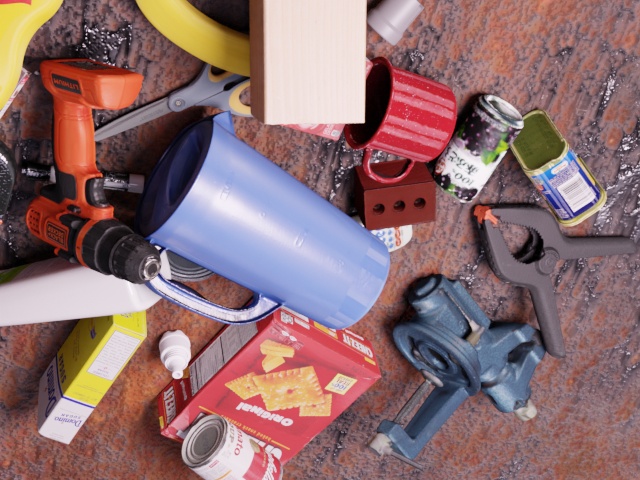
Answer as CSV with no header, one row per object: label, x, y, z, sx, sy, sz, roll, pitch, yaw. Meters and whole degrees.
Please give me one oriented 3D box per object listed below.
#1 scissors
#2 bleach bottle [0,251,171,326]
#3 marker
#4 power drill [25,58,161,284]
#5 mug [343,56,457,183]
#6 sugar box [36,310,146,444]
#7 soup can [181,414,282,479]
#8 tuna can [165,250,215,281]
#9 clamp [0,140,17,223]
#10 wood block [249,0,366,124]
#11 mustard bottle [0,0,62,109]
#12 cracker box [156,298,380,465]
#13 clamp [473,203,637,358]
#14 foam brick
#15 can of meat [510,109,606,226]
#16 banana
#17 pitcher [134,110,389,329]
scissors,-0.122,-0.129,1.049,0.202,0.016,0.096,-35,125,14
bleach bottle,-0.287,0.051,1.091,0.251,0.102,0.068,-10,103,17
marker,-0.238,-0.063,1.070,0.121,0.020,0.020,6,124,-16
power drill,-0.206,-0.065,0.977,0.057,0.185,0.188,-11,115,-47
mug,0.077,-0.113,1.051,0.081,0.093,0.117,14,93,-26
sugar box,-0.251,0.128,1.161,0.048,0.093,0.176,27,116,-27
soup can,-0.100,0.250,1.210,0.068,0.068,0.102,-36,125,14
tuna can,-0.137,0.000,1.129,0.086,0.034,0.086,-6,126,-8
clamp,-0.332,-0.094,1.017,0.120,0.039,0.171,-21,127,7
wood block,-0.013,-0.208,0.924,0.090,0.090,0.206,-3,103,-11
mustard bottle,-0.269,-0.213,0.901,0.096,0.058,0.191,29,87,-7
cracker box,-0.062,0.172,1.247,0.164,0.072,0.214,32,115,-29
clamp,0.259,0.015,1.210,0.209,0.036,0.164,42,85,-24
foam brick,0.078,-0.049,1.127,0.078,0.051,0.053,-9,126,-6
can of meat,0.243,-0.077,1.112,0.057,0.102,0.084,-34,123,13
banana,-0.102,-0.197,0.975,0.197,0.037,0.070,35,127,-19
pitcher,-0.057,0.001,1.055,0.242,0.145,0.149,31,121,-25
